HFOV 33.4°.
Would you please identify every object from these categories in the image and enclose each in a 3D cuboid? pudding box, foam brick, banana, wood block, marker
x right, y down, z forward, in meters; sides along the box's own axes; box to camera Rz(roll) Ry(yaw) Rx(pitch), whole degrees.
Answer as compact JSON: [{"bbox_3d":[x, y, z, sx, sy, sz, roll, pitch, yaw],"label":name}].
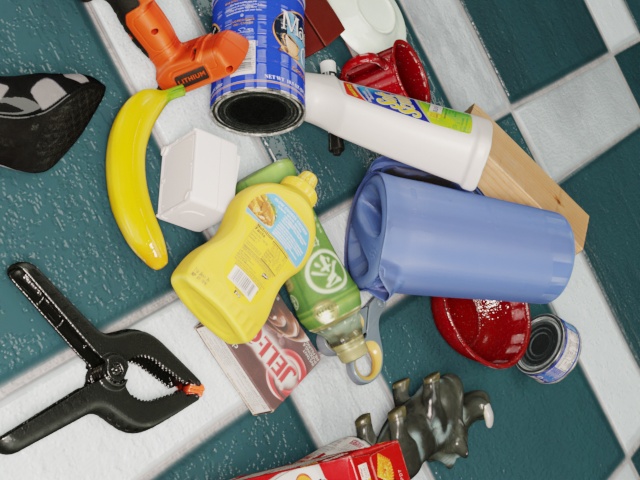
[{"bbox_3d":[-0.061,0.104,1.070,0.113,0.039,0.089,56,46,-10],"label":"pudding box"},{"bbox_3d":[-0.019,-0.260,1.259,0.078,0.051,0.052,56,43,-11],"label":"foam brick"},{"bbox_3d":[-0.173,-0.069,1.026,0.069,0.037,0.198,5,71,-4],"label":"banana"},{"bbox_3d":[0.225,-0.056,1.315,0.206,0.090,0.090,43,35,-9],"label":"wood block"},{"bbox_3d":[0.014,-0.157,1.270,0.020,0.020,0.121,11,65,-41],"label":"marker"}]

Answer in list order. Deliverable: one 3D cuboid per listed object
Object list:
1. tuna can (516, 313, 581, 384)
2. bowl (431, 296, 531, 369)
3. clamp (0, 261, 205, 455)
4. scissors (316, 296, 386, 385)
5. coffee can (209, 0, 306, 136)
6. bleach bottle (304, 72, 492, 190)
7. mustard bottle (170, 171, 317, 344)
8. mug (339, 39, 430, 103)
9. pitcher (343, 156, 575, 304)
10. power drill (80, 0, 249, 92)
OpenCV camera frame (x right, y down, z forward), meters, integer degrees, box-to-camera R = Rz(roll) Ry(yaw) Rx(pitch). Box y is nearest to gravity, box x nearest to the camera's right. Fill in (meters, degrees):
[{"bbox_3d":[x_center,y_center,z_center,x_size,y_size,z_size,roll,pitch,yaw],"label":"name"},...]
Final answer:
[{"bbox_3d":[0.288,0.137,1.359,0.033,0.086,0.086,29,54,-30],"label":"tuna can"},{"bbox_3d":[0.186,0.083,1.306,0.161,0.055,0.162,19,60,-38],"label":"bowl"},{"bbox_3d":[-0.194,0.108,0.942,0.209,0.036,0.164,12,65,-43],"label":"clamp"},{"bbox_3d":[0.069,0.093,1.216,0.201,0.016,0.096,-29,92,-45],"label":"scissors"},{"bbox_3d":[-0.067,-0.197,1.148,0.102,0.103,0.140,18,61,-38],"label":"coffee can"},{"bbox_3d":[0.064,-0.134,1.198,0.251,0.068,0.102,18,27,2],"label":"bleach bottle"},{"bbox_3d":[-0.057,0.001,1.032,0.096,0.058,0.191,48,56,-20],"label":"mustard bottle"},{"bbox_3d":[0.069,-0.187,1.274,0.117,0.082,0.093,28,50,-53],"label":"mug"},{"bbox_3d":[0.155,-0.004,1.202,0.242,0.145,0.149,8,98,-17],"label":"pitcher"},{"bbox_3d":[-0.154,-0.236,1.037,0.187,0.185,0.057,50,45,-30],"label":"power drill"}]
